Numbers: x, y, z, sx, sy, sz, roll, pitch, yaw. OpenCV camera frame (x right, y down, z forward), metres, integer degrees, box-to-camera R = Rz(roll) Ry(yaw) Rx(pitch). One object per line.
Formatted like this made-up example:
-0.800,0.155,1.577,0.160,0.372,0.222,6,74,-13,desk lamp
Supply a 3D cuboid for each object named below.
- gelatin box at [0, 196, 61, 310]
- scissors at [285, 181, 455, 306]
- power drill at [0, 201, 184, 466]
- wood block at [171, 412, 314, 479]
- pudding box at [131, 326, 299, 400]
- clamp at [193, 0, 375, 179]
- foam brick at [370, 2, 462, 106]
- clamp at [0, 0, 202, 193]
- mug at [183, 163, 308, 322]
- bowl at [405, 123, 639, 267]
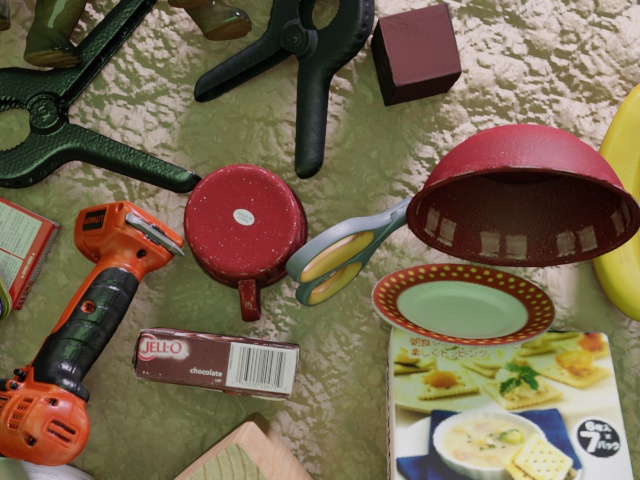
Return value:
-0.252,0.001,0.804,0.089,0.030,0.073,26,88,2,gelatin box
0.053,-0.007,0.802,0.201,0.096,0.016,-25,64,-31,scissors
-0.182,0.066,0.752,0.057,0.185,0.187,35,69,-29,power drill
-0.054,0.181,0.702,0.090,0.206,0.091,-39,86,-3,wood block
-0.072,0.086,0.767,0.113,0.090,0.039,9,88,0,pudding box
-0.022,-0.144,0.783,0.120,0.039,0.171,27,101,15,clamp
0.070,-0.135,0.789,0.051,0.078,0.053,-12,86,-3,foam brick
-0.201,-0.103,0.807,0.210,0.036,0.164,-8,78,2,clamp
-0.055,0.001,0.777,0.093,0.081,0.117,-2,86,0,mug
0.142,-0.036,0.751,0.162,0.162,0.055,5,66,0,bowl
